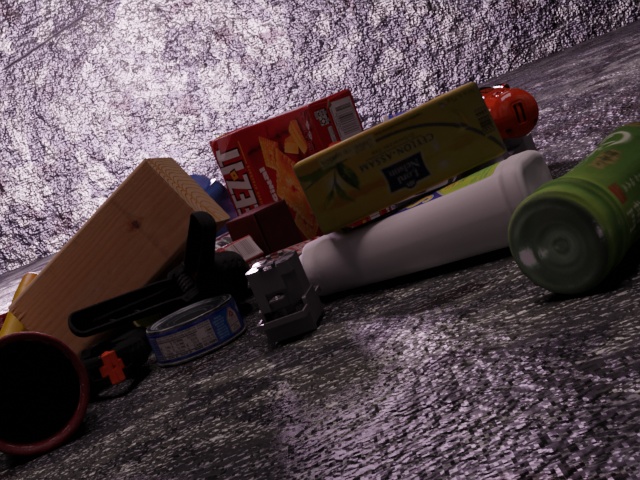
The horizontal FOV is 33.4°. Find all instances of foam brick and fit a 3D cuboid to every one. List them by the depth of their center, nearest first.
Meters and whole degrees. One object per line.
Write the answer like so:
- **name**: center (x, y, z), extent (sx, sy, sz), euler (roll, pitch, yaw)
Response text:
- **foam brick**: center (-0.058, 0.001, 1.171), extent (0.053, 0.078, 0.051), euler (-14, 13, 47)

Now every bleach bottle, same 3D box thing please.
- **bleach bottle**: center (0.073, -0.001, 0.908), extent (0.251, 0.068, 0.102), euler (-20, 7, 27)

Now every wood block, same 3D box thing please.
- **wood block**: center (-0.200, 0.022, 1.069), extent (0.206, 0.091, 0.090), euler (-45, -4, 11)

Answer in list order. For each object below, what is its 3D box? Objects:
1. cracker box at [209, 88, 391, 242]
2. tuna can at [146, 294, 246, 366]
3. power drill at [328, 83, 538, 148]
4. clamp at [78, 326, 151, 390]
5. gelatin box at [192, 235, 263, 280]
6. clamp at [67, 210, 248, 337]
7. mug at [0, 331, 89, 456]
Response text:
- **cracker box**: center (-0.026, -0.068, 1.233), extent (0.071, 0.164, 0.214), euler (-25, 9, -36)
- **tuna can**: center (-0.112, 0.080, 0.956), extent (0.086, 0.034, 0.086), euler (-21, 8, 3)
- **power drill**: center (0.105, -0.104, 1.058), extent (0.187, 0.057, 0.184), euler (-23, 8, -7)
- **clamp**: center (-0.207, 0.115, 0.967), extent (0.120, 0.039, 0.171), euler (-30, 2, -9)
- **gelatin box**: center (-0.111, 0.039, 1.131), extent (0.089, 0.030, 0.073), euler (-27, -20, -38)
- **clamp**: center (-0.133, 0.046, 1.004), extent (0.164, 0.036, 0.209), euler (-35, -18, 7)
- **mug**: center (-0.236, 0.127, 0.835), extent (0.117, 0.093, 0.082), euler (-61, 12, -10)
